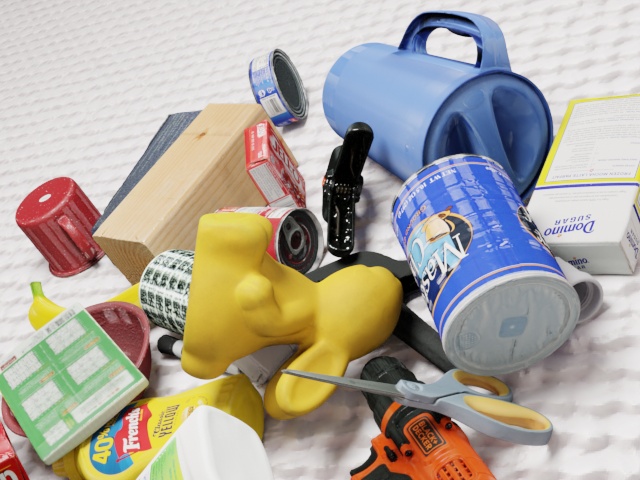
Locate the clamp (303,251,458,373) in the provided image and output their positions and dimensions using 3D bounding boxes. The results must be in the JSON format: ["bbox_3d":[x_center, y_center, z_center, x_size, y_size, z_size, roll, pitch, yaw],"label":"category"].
[{"bbox_3d":[0.065,0.040,0.921,0.210,0.036,0.164,4,48,36],"label":"clamp"}]

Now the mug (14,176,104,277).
[{"bbox_3d":[-0.289,-0.014,1.215,0.093,0.081,0.117,-39,36,-10],"label":"mug"}]

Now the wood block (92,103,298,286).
[{"bbox_3d":[-0.128,-0.044,1.124,0.091,0.090,0.205,8,51,43],"label":"wood block"}]

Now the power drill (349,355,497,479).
[{"bbox_3d":[0.019,0.178,0.773,0.187,0.057,0.185,-35,32,-3],"label":"power drill"}]

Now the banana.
[{"bbox_3d":[-0.238,0.073,1.094,0.198,0.037,0.069,-3,83,33],"label":"banana"}]

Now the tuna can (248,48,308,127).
[{"bbox_3d":[-0.048,-0.174,1.223,0.034,0.086,0.086,-19,37,20],"label":"tuna can"}]

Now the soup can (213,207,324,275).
[{"bbox_3d":[-0.057,0.001,1.033,0.102,0.068,0.068,2,47,40],"label":"soup can"}]

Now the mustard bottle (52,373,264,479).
[{"bbox_3d":[-0.144,0.174,0.900,0.192,0.058,0.096,-16,37,22],"label":"mustard bottle"}]

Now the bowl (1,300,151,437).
[{"bbox_3d":[-0.217,0.134,1.005,0.162,0.055,0.162,-21,36,16],"label":"bowl"}]

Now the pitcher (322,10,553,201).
[{"bbox_3d":[0.098,-0.126,1.004,0.149,0.145,0.243,-48,32,-3],"label":"pitcher"}]

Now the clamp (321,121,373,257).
[{"bbox_3d":[0.020,-0.041,1.007,0.171,0.039,0.120,133,152,-85],"label":"clamp"}]

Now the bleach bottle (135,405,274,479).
[{"bbox_3d":[-0.135,0.237,0.761,0.251,0.068,0.102,-49,29,16],"label":"bleach bottle"}]

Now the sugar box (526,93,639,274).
[{"bbox_3d":[0.234,-0.049,0.895,0.094,0.048,0.176,0,50,37],"label":"sugar box"}]

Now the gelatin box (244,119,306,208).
[{"bbox_3d":[-0.045,-0.068,1.089,0.030,0.089,0.073,-22,36,13],"label":"gelatin box"}]

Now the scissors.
[{"bbox_3d":[0.067,0.102,0.756,0.096,0.201,0.016,-97,26,-73],"label":"scissors"}]

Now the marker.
[{"bbox_3d":[-0.111,0.106,0.990,0.121,0.020,0.020,9,52,43],"label":"marker"}]

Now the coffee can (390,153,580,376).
[{"bbox_3d":[0.121,0.017,0.809,0.103,0.102,0.140,-27,44,7],"label":"coffee can"}]
